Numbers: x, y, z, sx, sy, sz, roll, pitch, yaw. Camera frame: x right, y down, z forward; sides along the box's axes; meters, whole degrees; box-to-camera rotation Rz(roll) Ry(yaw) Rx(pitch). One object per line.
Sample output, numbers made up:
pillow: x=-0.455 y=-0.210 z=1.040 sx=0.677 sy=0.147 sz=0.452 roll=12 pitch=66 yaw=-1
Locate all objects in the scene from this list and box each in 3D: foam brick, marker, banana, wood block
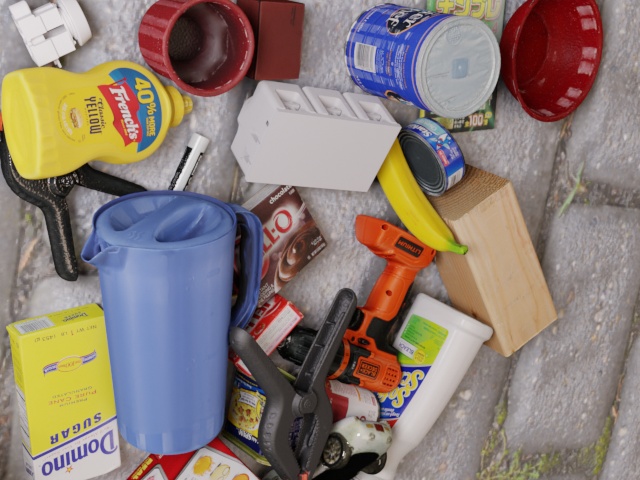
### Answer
foam brick: x=-0.052 y=-0.203 z=1.069 sx=0.052 sy=0.051 sz=0.078 roll=-4 pitch=108 yaw=-32
marker: x=-0.146 y=-0.051 z=1.081 sx=0.020 sy=0.020 sz=0.121 roll=24 pitch=93 yaw=-35
banana: x=0.098 y=-0.063 z=1.185 sx=0.037 sy=0.070 sz=0.198 roll=-30 pitch=86 yaw=-38
wood block: x=0.197 y=0.024 z=1.276 sx=0.090 sy=0.091 sz=0.206 roll=-35 pitch=121 yaw=-17

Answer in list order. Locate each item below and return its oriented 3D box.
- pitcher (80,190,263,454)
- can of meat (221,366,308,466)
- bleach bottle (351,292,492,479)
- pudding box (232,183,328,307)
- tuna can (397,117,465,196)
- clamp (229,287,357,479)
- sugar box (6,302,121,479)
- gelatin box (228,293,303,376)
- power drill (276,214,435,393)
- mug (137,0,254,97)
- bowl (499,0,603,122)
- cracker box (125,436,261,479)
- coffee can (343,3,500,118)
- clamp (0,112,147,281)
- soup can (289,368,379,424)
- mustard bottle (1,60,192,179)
pitcher: x=-0.139 y=0.079 z=1.039 sx=0.149 sy=0.145 sz=0.243 roll=5 pitch=116 yaw=5
can of meat: x=-0.059 y=0.187 z=1.167 sx=0.057 sy=0.102 sz=0.084 roll=3 pitch=102 yaw=-38
bleach bottle: x=0.104 y=0.194 z=1.268 sx=0.068 sy=0.103 sz=0.251 roll=26 pitch=91 yaw=-42
pudding box: x=-0.057 y=0.001 z=1.125 sx=0.113 sy=0.039 sz=0.090 roll=-43 pitch=117 yaw=-28
tuna can: x=0.122 y=-0.094 z=1.193 sx=0.033 sy=0.086 sz=0.086 roll=-35 pitch=121 yaw=-20
clamp: x=-0.032 y=0.159 z=1.086 sx=0.164 sy=0.036 sz=0.210 roll=-7 pitch=109 yaw=-44
sugar box: x=-0.254 y=0.158 z=1.069 sx=0.093 sy=0.048 sz=0.176 roll=-13 pitch=112 yaw=-28
gelatin box: x=-0.071 y=0.093 z=1.143 sx=0.089 sy=0.073 sz=0.030 roll=-49 pitch=125 yaw=-9
power drill: x=0.044 y=0.070 z=1.200 sx=0.184 sy=0.057 sz=0.187 roll=24 pitch=87 yaw=-43
mug: x=-0.122 y=-0.200 z=1.008 sx=0.093 sy=0.082 sz=0.117 roll=-12 pitch=112 yaw=-28
bowl: x=0.258 y=-0.222 z=1.245 sx=0.161 sy=0.055 sz=0.162 roll=-15 pitch=114 yaw=-37
cracker box: x=-0.128 y=0.293 z=1.089 sx=0.164 sy=0.214 sz=0.072 roll=-47 pitch=124 yaw=-10
coffee can: x=0.104 y=-0.190 z=1.115 sx=0.102 sy=0.140 sz=0.103 roll=-11 pitch=111 yaw=-29
clamp: x=-0.237 y=-0.059 z=1.012 sx=0.120 sy=0.039 sz=0.171 roll=-45 pitch=124 yaw=-31
soup can: x=0.010 y=0.192 z=1.230 sx=0.102 sy=0.069 sz=0.068 roll=23 pitch=93 yaw=-35
mustard bottle: x=-0.196 y=-0.117 z=0.988 sx=0.191 sy=0.058 sz=0.096 roll=-16 pitch=99 yaw=-46
